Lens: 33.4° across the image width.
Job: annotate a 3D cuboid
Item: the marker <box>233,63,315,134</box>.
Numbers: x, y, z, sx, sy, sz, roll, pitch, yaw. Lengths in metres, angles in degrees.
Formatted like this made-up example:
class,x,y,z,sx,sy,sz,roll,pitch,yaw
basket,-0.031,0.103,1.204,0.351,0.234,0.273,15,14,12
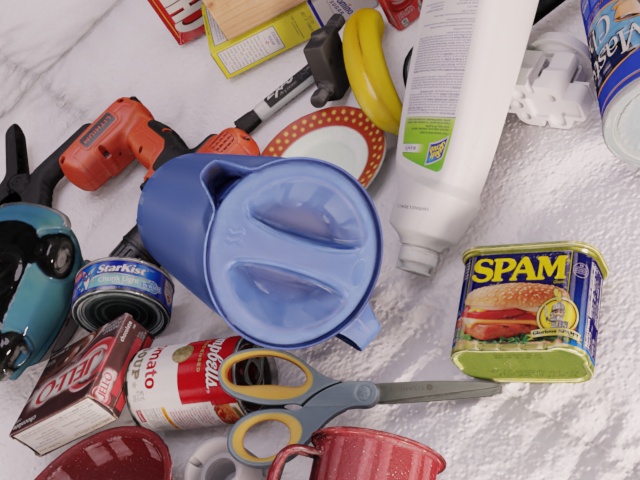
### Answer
class,x,y,z,sx,sy,sz,roll,pitch,yaw
marker,-0.036,-0.141,1.033,0.121,0.020,0.020,-38,45,-2

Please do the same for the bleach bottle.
class,x,y,z,sx,sy,sz,roll,pitch,yaw
bleach bottle,0.101,-0.096,0.849,0.103,0.068,0.251,9,82,57

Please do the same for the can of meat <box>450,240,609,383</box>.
class,x,y,z,sx,sy,sz,roll,pitch,yaw
can of meat,0.145,0.052,0.748,0.102,0.057,0.084,-4,57,29

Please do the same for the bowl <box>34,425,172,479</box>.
class,x,y,z,sx,sy,sz,roll,pitch,yaw
bowl,-0.163,0.217,0.787,0.162,0.055,0.162,-25,34,18

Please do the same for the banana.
class,x,y,z,sx,sy,sz,roll,pitch,yaw
banana,0.046,-0.159,0.965,0.037,0.069,0.198,-25,47,17

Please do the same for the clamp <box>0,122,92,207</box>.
class,x,y,z,sx,sy,sz,roll,pitch,yaw
clamp,-0.314,-0.058,1.120,0.120,0.039,0.171,9,61,37

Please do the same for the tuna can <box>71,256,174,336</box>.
class,x,y,z,sx,sy,sz,roll,pitch,yaw
tuna can,-0.169,0.052,0.914,0.086,0.086,0.033,-15,51,20

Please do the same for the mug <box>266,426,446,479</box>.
class,x,y,z,sx,sy,sz,roll,pitch,yaw
mug,0.019,0.172,0.693,0.093,0.117,0.081,-40,32,58

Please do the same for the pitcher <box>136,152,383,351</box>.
class,x,y,z,sx,sy,sz,roll,pitch,yaw
pitcher,-0.055,0.001,0.829,0.144,0.149,0.243,-4,10,-23

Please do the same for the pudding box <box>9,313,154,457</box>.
class,x,y,z,sx,sy,sz,roll,pitch,yaw
pudding box,-0.195,0.119,0.875,0.114,0.039,0.090,-31,26,36

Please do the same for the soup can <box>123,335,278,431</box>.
class,x,y,z,sx,sy,sz,roll,pitch,yaw
soup can,-0.093,0.112,0.834,0.102,0.068,0.068,-10,51,25

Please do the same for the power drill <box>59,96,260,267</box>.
class,x,y,z,sx,sy,sz,roll,pitch,yaw
power drill,-0.170,-0.054,1.020,0.188,0.057,0.184,31,71,40

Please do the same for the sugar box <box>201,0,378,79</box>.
class,x,y,z,sx,sy,sz,roll,pitch,yaw
sugar box,-0.033,-0.242,1.095,0.176,0.048,0.093,-22,47,9

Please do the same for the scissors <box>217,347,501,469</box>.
class,x,y,z,sx,sy,sz,roll,pitch,yaw
scissors,0.020,0.126,0.754,0.202,0.016,0.096,11,69,10

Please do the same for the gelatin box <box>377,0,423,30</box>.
class,x,y,z,sx,sy,sz,roll,pitch,yaw
gelatin box,0.090,-0.255,1.010,0.089,0.073,0.030,-38,45,-2
